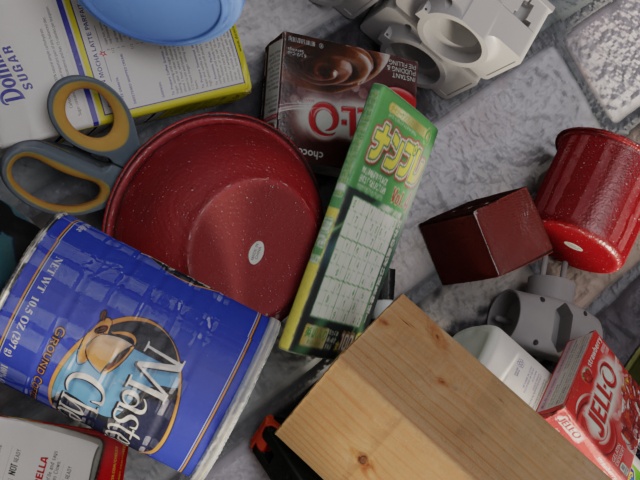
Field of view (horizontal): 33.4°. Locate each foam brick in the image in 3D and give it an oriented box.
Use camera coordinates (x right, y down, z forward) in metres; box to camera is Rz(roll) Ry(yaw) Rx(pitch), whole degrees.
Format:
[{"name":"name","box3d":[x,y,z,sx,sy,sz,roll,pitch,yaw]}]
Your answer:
[{"name":"foam brick","box3d":[0.119,-0.002,0.778,0.052,0.078,0.051,-23,94,-26]}]

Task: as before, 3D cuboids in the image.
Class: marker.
[{"name":"marker","box3d":[0.045,0.075,0.764,0.020,0.020,0.121,4,80,-25]}]

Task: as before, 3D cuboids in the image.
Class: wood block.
[{"name":"wood block","box3d":[0.087,0.145,0.662,0.206,0.091,0.090,42,37,8]}]

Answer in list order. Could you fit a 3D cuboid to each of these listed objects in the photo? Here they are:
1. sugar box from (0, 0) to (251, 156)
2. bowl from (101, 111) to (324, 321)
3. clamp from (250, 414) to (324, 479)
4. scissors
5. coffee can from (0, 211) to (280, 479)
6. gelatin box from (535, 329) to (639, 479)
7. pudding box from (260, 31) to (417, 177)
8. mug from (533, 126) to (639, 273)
[{"name":"sugar box","box3d":[-0.140,-0.119,0.693,0.176,0.048,0.093,-16,90,-23]},{"name":"bowl","box3d":[-0.054,0.001,0.681,0.161,0.055,0.162,-8,105,-30]},{"name":"clamp","box3d":[0.030,0.176,0.698,0.171,0.120,0.039,25,115,-4]},{"name":"scissors","box3d":[-0.103,-0.045,0.685,0.201,0.016,0.096,9,100,-33]},{"name":"coffee can","box3d":[-0.107,0.060,0.606,0.140,0.103,0.102,27,71,-3]},{"name":"gelatin box","box3d":[0.195,0.119,0.755,0.073,0.030,0.089,50,42,-10]},{"name":"pudding box","box3d":[0.013,-0.092,0.764,0.113,0.039,0.090,7,80,-24]},{"name":"mug","box3d":[0.213,-0.022,0.828,0.081,0.093,0.117,-61,144,-15]}]
